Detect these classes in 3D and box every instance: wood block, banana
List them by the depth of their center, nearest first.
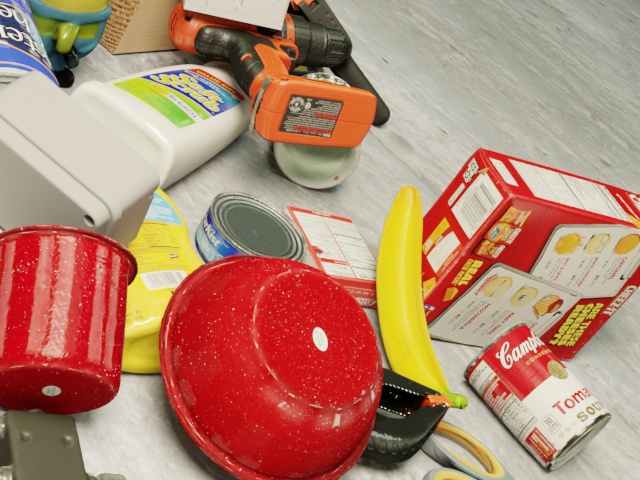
[{"bbox_3d":[0.074,0.053,0.843,0.037,0.070,0.198,17,50,-41],"label":"banana"},{"bbox_3d":[-0.150,-0.255,1.080,0.090,0.091,0.205,43,31,17],"label":"wood block"}]

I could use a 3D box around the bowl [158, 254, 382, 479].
[{"bbox_3d":[-0.016,0.070,0.664,0.161,0.055,0.162,19,53,-28],"label":"bowl"}]

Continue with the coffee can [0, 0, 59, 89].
[{"bbox_3d":[-0.244,-0.118,0.766,0.102,0.103,0.140,9,37,-37],"label":"coffee can"}]

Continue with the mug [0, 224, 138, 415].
[{"bbox_3d":[-0.165,0.050,0.610,0.117,0.093,0.081,-6,61,8],"label":"mug"}]

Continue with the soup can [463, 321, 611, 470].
[{"bbox_3d":[0.173,0.125,0.857,0.068,0.069,0.102,-9,51,-51],"label":"soup can"}]

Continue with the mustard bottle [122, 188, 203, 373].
[{"bbox_3d":[-0.135,0.003,0.739,0.096,0.058,0.192,-4,45,-34],"label":"mustard bottle"}]

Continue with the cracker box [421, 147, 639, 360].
[{"bbox_3d":[0.178,0.017,0.924,0.213,0.164,0.072,11,38,-34],"label":"cracker box"}]

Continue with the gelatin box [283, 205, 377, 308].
[{"bbox_3d":[0.009,0.015,0.896,0.073,0.030,0.089,10,37,-38],"label":"gelatin box"}]

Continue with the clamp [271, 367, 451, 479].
[{"bbox_3d":[0.010,0.112,0.738,0.171,0.039,0.120,-1,48,-39],"label":"clamp"}]

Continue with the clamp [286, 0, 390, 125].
[{"bbox_3d":[-0.004,-0.217,1.137,0.165,0.036,0.210,44,-4,27],"label":"clamp"}]

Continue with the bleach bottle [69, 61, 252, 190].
[{"bbox_3d":[-0.121,-0.115,0.931,0.102,0.068,0.250,35,27,3],"label":"bleach bottle"}]

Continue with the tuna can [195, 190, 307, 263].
[{"bbox_3d":[-0.056,0.001,0.848,0.086,0.034,0.086,25,30,-16],"label":"tuna can"}]

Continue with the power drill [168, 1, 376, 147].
[{"bbox_3d":[-0.025,-0.150,0.943,0.184,0.057,0.188,1,32,-30],"label":"power drill"}]

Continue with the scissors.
[{"bbox_3d":[0.150,0.202,0.770,0.202,0.016,0.096,36,31,5],"label":"scissors"}]
